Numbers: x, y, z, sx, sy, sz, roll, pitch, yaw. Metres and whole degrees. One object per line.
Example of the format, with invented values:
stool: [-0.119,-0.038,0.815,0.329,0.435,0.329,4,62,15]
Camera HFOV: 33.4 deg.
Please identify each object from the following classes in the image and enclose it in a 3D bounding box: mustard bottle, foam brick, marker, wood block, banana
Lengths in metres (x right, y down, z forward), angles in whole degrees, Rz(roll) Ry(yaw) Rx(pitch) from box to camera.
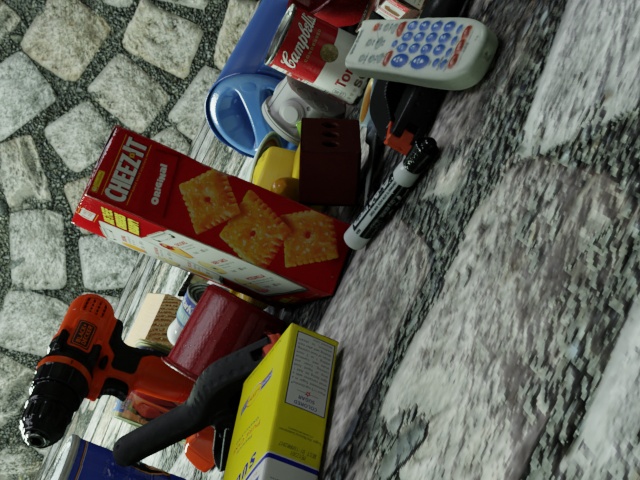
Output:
mustard bottle: [-0.057,0.001,1.074,0.096,0.058,0.191,104,179,-48]
foam brick: [0.008,-0.068,0.917,0.078,0.053,0.051,-91,3,-62]
marker: [0.052,-0.035,0.793,0.121,0.020,0.020,-54,17,44]
wood block: [-0.174,0.120,1.275,0.091,0.090,0.206,-67,12,-8]
banana: [-0.019,-0.055,1.015,0.037,0.069,0.197,-29,18,14]

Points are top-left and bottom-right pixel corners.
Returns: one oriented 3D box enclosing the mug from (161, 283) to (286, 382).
mug: [-0.076,0.095,0.950,0.117,0.093,0.081,24,84,47]

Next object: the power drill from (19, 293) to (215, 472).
power drill: [-0.175,0.147,1.005,0.057,0.187,0.184,-54,15,37]

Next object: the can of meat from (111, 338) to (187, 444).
can of meat: [-0.158,0.159,1.110,0.058,0.102,0.084,-31,38,69]

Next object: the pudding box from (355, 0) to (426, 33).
pudding box: [0.083,-0.254,1.029,0.113,0.039,0.090,-69,13,-19]

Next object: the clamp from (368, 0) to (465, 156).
clamp: [0.074,-0.152,0.868,0.165,0.036,0.210,-31,38,55]

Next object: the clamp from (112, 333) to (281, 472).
clamp: [-0.090,0.137,0.867,0.172,0.120,0.039,-56,51,33]

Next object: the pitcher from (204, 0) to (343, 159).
pitcher: [-0.041,-0.226,1.293,0.149,0.145,0.242,-16,39,32]

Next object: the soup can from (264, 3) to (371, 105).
soup can: [0.002,-0.189,1.095,0.069,0.102,0.068,-60,13,24]

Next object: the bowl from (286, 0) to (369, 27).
bowl: [0.038,-0.284,1.149,0.162,0.055,0.162,-39,28,25]

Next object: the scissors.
scissors: [0.055,-0.111,0.923,0.201,0.016,0.096,-89,21,-62]

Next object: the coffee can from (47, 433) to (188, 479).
coffee can: [-0.165,0.236,0.899,0.103,0.140,0.103,-60,13,24]

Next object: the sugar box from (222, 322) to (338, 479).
sugar box: [-0.035,0.154,0.740,0.093,0.048,0.176,-54,16,42]

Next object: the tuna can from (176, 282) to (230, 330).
tuna can: [-0.097,0.077,1.047,0.086,0.086,0.034,-105,39,-71]

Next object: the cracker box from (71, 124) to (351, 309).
cracker box: [-0.097,-0.014,0.919,0.072,0.213,0.164,-69,13,-13]
